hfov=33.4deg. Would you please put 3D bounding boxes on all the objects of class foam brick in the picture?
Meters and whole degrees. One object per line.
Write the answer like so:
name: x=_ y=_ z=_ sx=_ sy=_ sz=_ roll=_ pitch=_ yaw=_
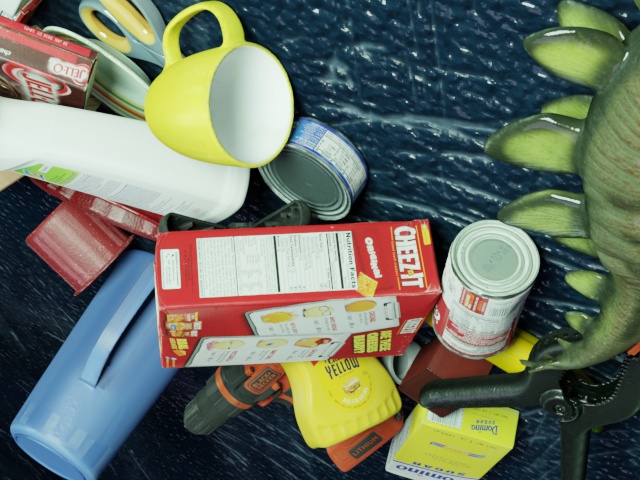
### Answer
foam brick: x=0.116 y=0.120 z=0.972 sx=0.053 sy=0.051 sz=0.078 roll=34 pitch=153 yaw=-1

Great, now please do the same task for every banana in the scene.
banana: x=0.172 y=0.106 z=0.904 sx=0.198 sy=0.037 sz=0.070 roll=36 pitch=150 yaw=-3

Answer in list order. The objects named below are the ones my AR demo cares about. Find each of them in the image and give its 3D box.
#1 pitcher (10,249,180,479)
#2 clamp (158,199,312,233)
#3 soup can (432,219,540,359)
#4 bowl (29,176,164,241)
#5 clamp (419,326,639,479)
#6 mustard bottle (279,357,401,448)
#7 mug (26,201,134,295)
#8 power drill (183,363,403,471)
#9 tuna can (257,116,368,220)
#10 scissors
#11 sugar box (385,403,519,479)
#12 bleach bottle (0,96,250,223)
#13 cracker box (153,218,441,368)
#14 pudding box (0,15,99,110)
pitcher: x=-0.225 y=0.133 z=1.160 sx=0.145 sy=0.242 sz=0.149 roll=2 pitch=140 yaw=43
clamp: x=-0.056 y=0.001 z=0.902 sx=0.120 sy=0.039 sz=0.171 roll=-2 pitch=168 yaw=10
soup can: x=0.125 y=0.039 z=0.815 sx=0.068 sy=0.068 sz=0.102 roll=27 pitch=151 yaw=14
bowl: x=-0.187 y=-0.049 z=1.001 sx=0.162 sy=0.055 sz=0.162 roll=22 pitch=171 yaw=4
clamp: x=0.183 y=0.120 z=0.850 sx=0.164 sy=0.036 sz=0.210 roll=29 pitch=135 yaw=0
mustard bottle: x=-0.002 y=0.087 z=0.984 sx=0.191 sy=0.096 sz=0.058 roll=67 pitch=156 yaw=3
mug: x=-0.263 y=-0.003 z=1.169 sx=0.081 sy=0.093 sz=0.117 roll=45 pitch=-172 yaw=-11
power drill: x=-0.023 y=0.169 z=1.094 sx=0.187 sy=0.057 sz=0.185 roll=32 pitch=122 yaw=-28
tuna can: x=-0.006 y=-0.057 z=0.842 sx=0.086 sy=0.033 sz=0.086 roll=26 pitch=152 yaw=15
scissors: x=-0.122 y=-0.137 z=0.862 sx=0.096 sy=0.016 sz=0.201 roll=0 pitch=137 yaw=50
sugar box: x=0.129 y=0.206 z=1.083 sx=0.093 sy=0.048 sz=0.176 roll=16 pitch=149 yaw=0
bleach bottle: x=-0.189 y=-0.073 z=0.864 sx=0.250 sy=0.068 sz=0.103 roll=14 pitch=162 yaw=-26
cracker box: x=-0.026 y=0.045 z=0.866 sx=0.213 sy=0.072 sz=0.164 roll=-3 pitch=158 yaw=-8
pudding box: x=-0.227 y=-0.136 z=0.855 sx=0.090 sy=0.039 sz=0.114 roll=21 pitch=169 yaw=-11
